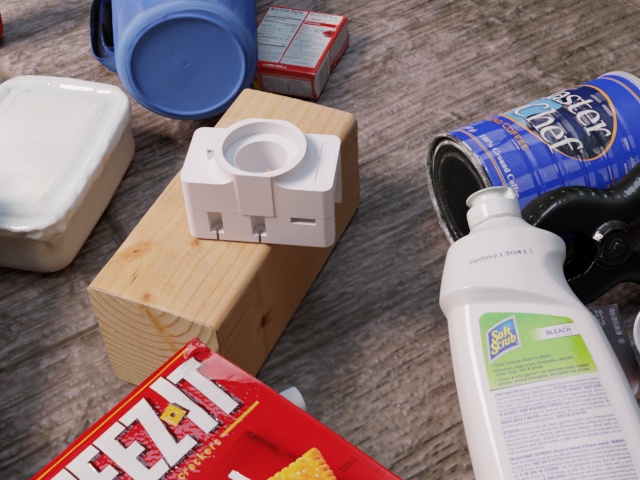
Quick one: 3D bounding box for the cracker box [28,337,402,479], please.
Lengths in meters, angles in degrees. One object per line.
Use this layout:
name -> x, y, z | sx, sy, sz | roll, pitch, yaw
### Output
cracker box -> -0.042, 0.165, 0.539 | 0.214, 0.072, 0.164 | 31, 55, 29

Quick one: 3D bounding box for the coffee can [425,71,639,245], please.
coffee can -> 0.158, -0.047, 0.733 | 0.140, 0.103, 0.103 | -21, 48, -15

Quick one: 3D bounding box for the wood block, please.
wood block -> -0.054, 0.001, 0.713 | 0.090, 0.091, 0.205 | 16, 49, 19

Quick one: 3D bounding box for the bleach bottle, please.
bleach bottle -> 0.127, 0.087, 0.573 | 0.102, 0.068, 0.251 | -9, 66, -2

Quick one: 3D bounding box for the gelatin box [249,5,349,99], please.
gelatin box -> -0.023, -0.161, 0.912 | 0.073, 0.030, 0.089 | 11, 48, 17

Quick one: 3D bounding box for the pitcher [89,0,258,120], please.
pitcher -> -0.122, -0.203, 0.889 | 0.145, 0.149, 0.243 | 1, 41, -10
